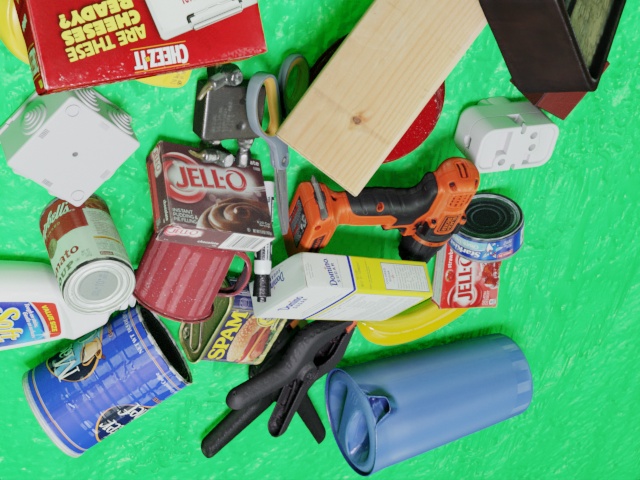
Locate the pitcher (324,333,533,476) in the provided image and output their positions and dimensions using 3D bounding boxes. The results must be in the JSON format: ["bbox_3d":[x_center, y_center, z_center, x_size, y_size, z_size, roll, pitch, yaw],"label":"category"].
[{"bbox_3d":[0.133,0.196,1.326,0.242,0.149,0.145,-13,118,-23],"label":"pitcher"}]

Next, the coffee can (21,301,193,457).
[{"bbox_3d":[-0.217,0.141,1.091,0.140,0.103,0.102,-32,136,0],"label":"coffee can"}]

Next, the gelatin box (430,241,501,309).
[{"bbox_3d":[0.171,0.035,1.235,0.073,0.030,0.089,-1,108,-17],"label":"gelatin box"}]

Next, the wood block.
[{"bbox_3d":[0.058,-0.148,0.941,0.091,0.090,0.206,37,93,-1],"label":"wood block"}]

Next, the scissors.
[{"bbox_3d":[-0.030,-0.097,1.023,0.096,0.016,0.201,-55,152,-24],"label":"scissors"}]

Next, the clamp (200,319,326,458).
[{"bbox_3d":[-0.039,0.175,1.264,0.164,0.036,0.210,4,123,-32],"label":"clamp"}]

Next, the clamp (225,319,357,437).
[{"bbox_3d":[-0.022,0.150,1.201,0.171,0.039,0.120,-39,149,-8],"label":"clamp"}]

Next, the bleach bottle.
[{"bbox_3d":[-0.297,0.057,1.004,0.250,0.068,0.103,-6,132,-27],"label":"bleach bottle"}]

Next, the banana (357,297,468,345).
[{"bbox_3d":[0.126,0.081,1.272,0.197,0.037,0.069,-20,135,-12],"label":"banana"}]

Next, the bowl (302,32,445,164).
[{"bbox_3d":[0.062,-0.130,1.039,0.162,0.055,0.162,-15,133,-17],"label":"bowl"}]

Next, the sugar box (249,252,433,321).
[{"bbox_3d":[0.023,0.050,1.122,0.175,0.048,0.094,8,152,-39],"label":"sugar box"}]

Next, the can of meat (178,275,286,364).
[{"bbox_3d":[-0.091,0.086,1.145,0.083,0.057,0.102,9,123,-38],"label":"can of meat"}]

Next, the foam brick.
[{"bbox_3d":[0.247,-0.174,1.102,0.051,0.053,0.078,20,116,-39],"label":"foam brick"}]

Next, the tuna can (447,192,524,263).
[{"bbox_3d":[0.183,-0.016,1.183,0.086,0.086,0.034,-18,133,-14],"label":"tuna can"}]

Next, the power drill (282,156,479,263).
[{"bbox_3d":[0.058,-0.018,1.117,0.187,0.057,0.185,-8,151,-19],"label":"power drill"}]

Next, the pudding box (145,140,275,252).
[{"bbox_3d":[-0.104,-0.039,1.000,0.113,0.090,0.039,10,147,-36],"label":"pudding box"}]

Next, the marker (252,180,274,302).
[{"bbox_3d":[-0.057,0.001,1.066,0.020,0.020,0.121,2,90,-30],"label":"marker"}]

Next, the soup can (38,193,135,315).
[{"bbox_3d":[-0.214,0.012,0.979,0.068,0.102,0.068,-15,134,-16],"label":"soup can"}]

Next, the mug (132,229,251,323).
[{"bbox_3d":[-0.122,0.024,1.048,0.117,0.093,0.082,15,115,-26],"label":"mug"}]

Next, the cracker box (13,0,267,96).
[{"bbox_3d":[-0.143,-0.223,0.761,0.164,0.072,0.214,-13,97,-19],"label":"cracker box"}]
